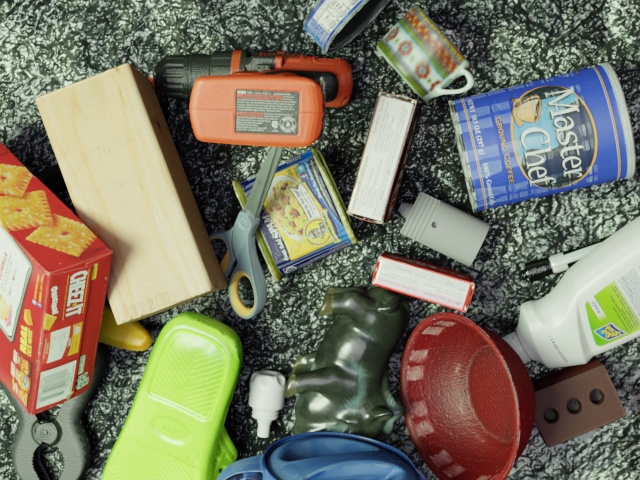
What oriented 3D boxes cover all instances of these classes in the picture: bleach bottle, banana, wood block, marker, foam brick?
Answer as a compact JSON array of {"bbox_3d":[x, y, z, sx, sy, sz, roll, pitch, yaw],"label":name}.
[{"bbox_3d":[0.268,0.036,0.940,0.251,0.068,0.102,-31,109,14],"label":"bleach bottle"},{"bbox_3d":[-0.256,0.084,1.019,0.198,0.037,0.069,-5,55,3],"label":"banana"},{"bbox_3d":[-0.164,-0.038,0.944,0.090,0.091,0.206,-21,87,3],"label":"wood block"},{"bbox_3d":[0.241,0.013,0.975,0.121,0.020,0.020,-19,91,8],"label":"marker"},{"bbox_3d":[0.228,0.146,0.968,0.078,0.051,0.053,-25,90,8],"label":"foam brick"}]

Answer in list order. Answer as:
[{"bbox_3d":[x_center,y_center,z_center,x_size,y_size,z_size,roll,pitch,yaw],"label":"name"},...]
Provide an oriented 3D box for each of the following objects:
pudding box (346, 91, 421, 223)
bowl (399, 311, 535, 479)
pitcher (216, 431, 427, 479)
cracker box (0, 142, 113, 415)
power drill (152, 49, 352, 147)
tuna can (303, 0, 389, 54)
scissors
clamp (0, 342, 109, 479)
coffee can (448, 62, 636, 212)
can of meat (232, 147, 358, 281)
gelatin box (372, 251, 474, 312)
[{"bbox_3d":[0.058,-0.072,0.956,0.039,0.090,0.113,14,94,6],"label":"pudding box"},{"bbox_3d":[0.140,0.140,0.950,0.055,0.162,0.162,-7,93,-32],"label":"bowl"},{"bbox_3d":[-0.006,0.295,0.911,0.149,0.144,0.243,19,108,41],"label":"pitcher"},{"bbox_3d":[-0.276,0.021,0.939,0.214,0.071,0.164,40,132,30],"label":"cracker box"},{"bbox_3d":[-0.063,-0.129,0.916,0.184,0.187,0.057,1,109,1],"label":"power drill"},{"bbox_3d":[0.025,-0.208,0.954,0.086,0.086,0.034,-44,86,7],"label":"tuna can"},{"bbox_3d":[-0.056,0.001,0.946,0.096,0.016,0.202,56,139,9],"label":"scissors"},{"bbox_3d":[-0.252,0.176,1.035,0.120,0.039,0.171,-9,95,12],"label":"clamp"},{"bbox_3d":[0.192,-0.089,0.932,0.140,0.102,0.103,-13,92,7],"label":"coffee can"},{"bbox_3d":[-0.022,-0.026,0.985,0.084,0.057,0.102,-24,90,6],"label":"can of meat"},{"bbox_3d":[0.094,0.036,0.966,0.089,0.073,0.030,16,94,6],"label":"gelatin box"}]
